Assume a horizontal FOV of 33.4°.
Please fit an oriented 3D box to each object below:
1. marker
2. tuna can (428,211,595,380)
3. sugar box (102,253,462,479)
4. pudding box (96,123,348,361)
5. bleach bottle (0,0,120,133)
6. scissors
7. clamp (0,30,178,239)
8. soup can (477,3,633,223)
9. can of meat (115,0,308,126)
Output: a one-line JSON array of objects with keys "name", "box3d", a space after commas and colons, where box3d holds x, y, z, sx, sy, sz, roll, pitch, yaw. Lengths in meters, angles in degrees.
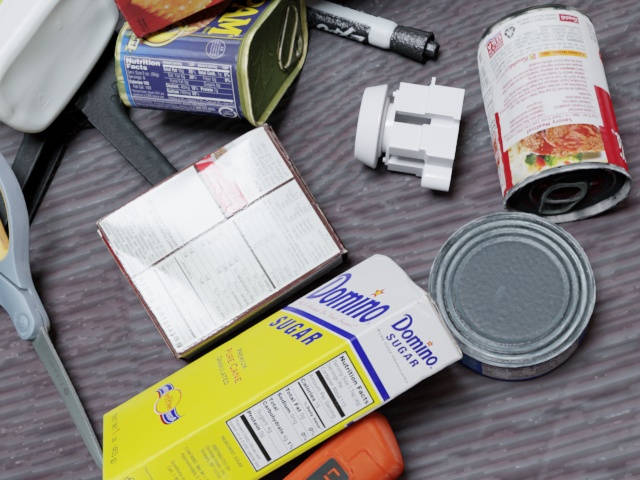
[{"name": "marker", "box3d": [0.016, -0.135, 0.658, 0.121, 0.020, 0.020, 22, 73, 18]}, {"name": "tuna can", "box3d": [0.101, 0.030, 0.567, 0.086, 0.033, 0.086, -4, 68, 9]}, {"name": "sugar box", "box3d": [-0.024, 0.074, 0.540, 0.176, 0.093, 0.048, -33, 107, -3]}, {"name": "pudding box", "box3d": [-0.054, 0.001, 0.595, 0.113, 0.039, 0.090, -32, 84, -1]}, {"name": "bleach bottle", "box3d": [-0.243, -0.164, 0.658, 0.251, 0.068, 0.102, 31, 83, 26]}, {"name": "scissors", "box3d": [-0.180, 0.045, 0.616, 0.096, 0.016, 0.202, -21, 85, 38]}, {"name": "clamp", "box3d": [-0.160, -0.075, 0.656, 0.120, 0.039, 0.171, -20, 69, -4]}, {"name": "soup can", "box3d": [0.126, -0.069, 0.585, 0.068, 0.068, 0.102, -9, 66, 6]}, {"name": "can of meat", "box3d": [-0.063, -0.114, 0.629, 0.084, 0.057, 0.102, 8, 39, 17]}]
